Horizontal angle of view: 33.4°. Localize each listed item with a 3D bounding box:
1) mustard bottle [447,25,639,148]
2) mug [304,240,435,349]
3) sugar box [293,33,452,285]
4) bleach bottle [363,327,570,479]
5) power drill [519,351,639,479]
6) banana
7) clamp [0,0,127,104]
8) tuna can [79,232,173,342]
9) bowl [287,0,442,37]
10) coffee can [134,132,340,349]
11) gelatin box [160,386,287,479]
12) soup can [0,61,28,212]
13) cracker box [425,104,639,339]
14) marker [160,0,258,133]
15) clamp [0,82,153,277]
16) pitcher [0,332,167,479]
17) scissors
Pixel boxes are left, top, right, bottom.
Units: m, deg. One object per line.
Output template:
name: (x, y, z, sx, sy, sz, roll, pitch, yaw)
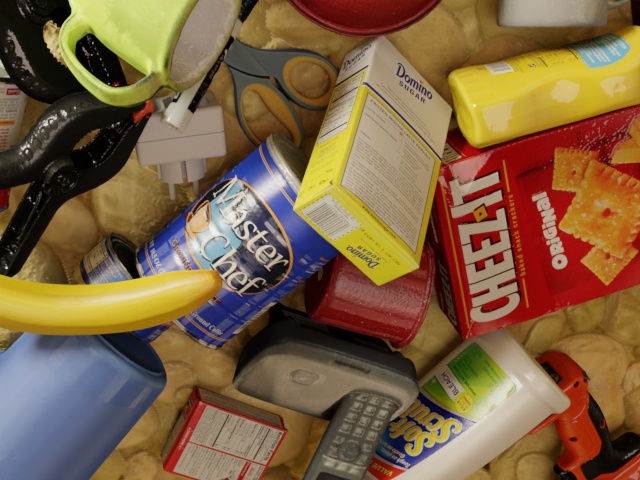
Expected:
mustard bottle: (0.200, -0.125, 0.824, 0.191, 0.096, 0.058, -15, 111, 1)
mug: (0.040, 0.023, 0.868, 0.081, 0.093, 0.117, 15, 94, -15)
sugar box: (0.043, -0.063, 0.786, 0.048, 0.176, 0.093, -28, 121, 36)
bleach bottle: (0.092, 0.185, 0.939, 0.251, 0.103, 0.068, -43, 136, 6)
power drill: (0.223, 0.209, 1.009, 0.184, 0.057, 0.187, -39, 119, 0)
banana: (-0.169, 0.041, 0.751, 0.197, 0.037, 0.070, 3, 150, -6)
clamp: (-0.206, -0.154, 0.713, 0.036, 0.164, 0.210, -7, 132, 35)
tuna can: (-0.146, 0.037, 0.823, 0.034, 0.086, 0.086, -40, 116, 5)
bowl: (0.039, -0.226, 0.762, 0.162, 0.055, 0.162, -3, 103, -12)
coffee can: (-0.055, 0.001, 0.813, 0.140, 0.103, 0.102, -39, 117, 12)
gelatin box: (-0.084, 0.176, 0.930, 0.089, 0.030, 0.073, 22, 104, -22)
soup can: (-0.247, -0.077, 0.759, 0.068, 0.068, 0.102, 10, 109, -18)
cracker box: (0.195, -0.027, 0.892, 0.213, 0.072, 0.164, -17, 115, -6)
marker: (-0.078, -0.133, 0.772, 0.020, 0.020, 0.121, 33, 79, -24)
clamp: (-0.189, -0.043, 0.748, 0.171, 0.039, 0.120, -32, 152, -14)
pitcher: (-0.244, 0.153, 0.833, 0.243, 0.145, 0.149, -47, 129, 4)
scissors: (-0.054, -0.154, 0.805, 0.096, 0.016, 0.201, -30, 116, -3)
